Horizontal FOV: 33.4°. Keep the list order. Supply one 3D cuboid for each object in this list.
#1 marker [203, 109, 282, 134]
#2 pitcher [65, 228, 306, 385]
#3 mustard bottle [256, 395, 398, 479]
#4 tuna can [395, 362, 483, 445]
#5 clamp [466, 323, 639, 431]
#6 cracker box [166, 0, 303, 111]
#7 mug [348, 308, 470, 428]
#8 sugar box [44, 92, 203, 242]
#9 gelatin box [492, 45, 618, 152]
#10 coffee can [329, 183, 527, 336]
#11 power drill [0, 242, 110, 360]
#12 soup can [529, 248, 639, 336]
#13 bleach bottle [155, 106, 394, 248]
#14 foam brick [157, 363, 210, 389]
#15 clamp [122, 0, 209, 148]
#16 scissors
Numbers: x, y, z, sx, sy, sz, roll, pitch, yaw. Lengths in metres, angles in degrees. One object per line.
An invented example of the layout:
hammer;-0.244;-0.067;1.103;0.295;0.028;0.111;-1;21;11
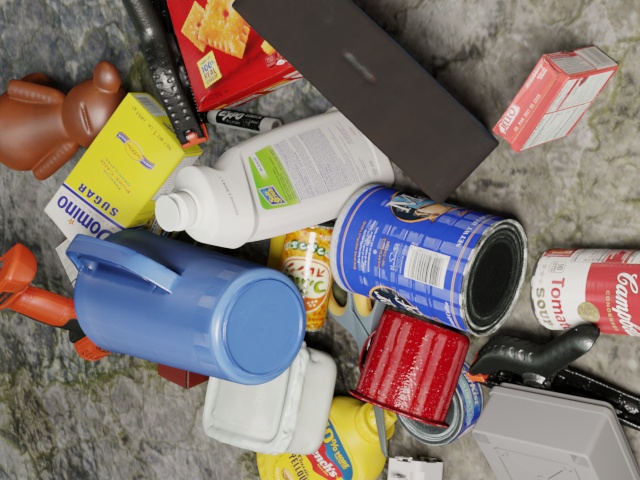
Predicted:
marker;-0.090;-0.125;1.107;0.121;0.020;0.020;15;112;38
pitcher;-0.134;0.060;1.032;0.243;0.148;0.145;9;108;49
mustard bottle;0.014;0.213;1.086;0.192;0.058;0.096;-42;67;40
tuna can;0.108;0.148;1.001;0.086;0.033;0.086;13;111;39
clamp;0.198;0.117;0.893;0.120;0.039;0.172;50;154;-16
cracker box;-0.075;-0.250;1.023;0.164;0.071;0.214;-16;91;43
mug;0.075;0.108;0.944;0.117;0.093;0.081;15;85;59
sugar box;-0.212;-0.063;1.134;0.093;0.048;0.176;47;112;12
gelatin box;0.181;-0.111;0.824;0.030;0.089;0.073;47;128;21
coffee can;0.093;0.015;0.928;0.141;0.102;0.103;18;113;37
power drill;-0.287;0.072;1.239;0.185;0.187;0.057;-32;39;42
soup can;0.226;0.040;0.843;0.102;0.068;0.068;1;103;42
bleach bottle;-0.044;-0.054;0.929;0.068;0.250;0.102;-40;75;41
foam brick;-0.149;0.118;1.207;0.051;0.052;0.078;15;111;38
clamp;-0.162;-0.196;1.061;0.036;0.164;0.210;-19;84;7
scissors;0.034;0.103;1.036;0.096;0.016;0.202;0;88;50
